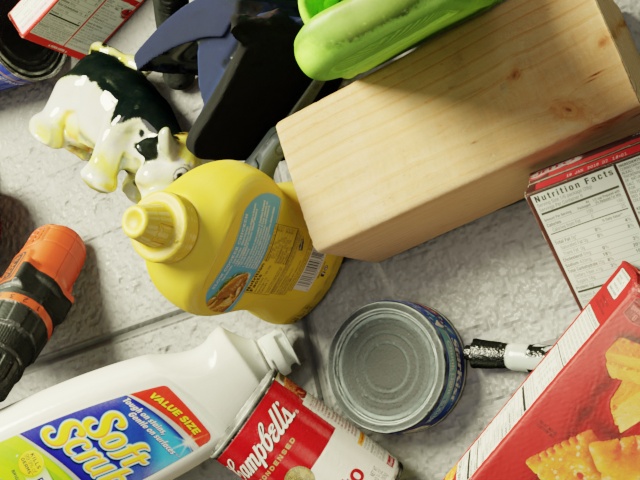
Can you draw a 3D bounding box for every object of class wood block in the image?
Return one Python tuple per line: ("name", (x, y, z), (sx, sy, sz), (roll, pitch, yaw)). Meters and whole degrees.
("wood block", (0.089, -0.068, 0.645), (0.206, 0.090, 0.090), (-25, 72, 25))

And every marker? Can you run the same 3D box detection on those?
("marker", (0.143, 0.072, 0.639), (0.121, 0.020, 0.020), (2, 85, 29))

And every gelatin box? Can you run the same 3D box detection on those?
("gelatin box", (-0.183, -0.185, 0.821), (0.089, 0.073, 0.030), (-42, 67, 19))

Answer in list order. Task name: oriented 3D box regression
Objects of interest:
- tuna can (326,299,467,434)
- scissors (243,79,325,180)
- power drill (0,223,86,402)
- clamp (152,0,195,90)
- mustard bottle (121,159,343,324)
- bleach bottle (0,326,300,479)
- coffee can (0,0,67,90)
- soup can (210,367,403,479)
("tuna can", (0.048, 0.081, 0.683), (0.086, 0.033, 0.086), (-4, 82, 29))
("scissors", (-0.027, -0.053, 0.724), (0.202, 0.096, 0.016), (-47, 62, -1))
("power drill", (-0.266, 0.083, 0.796), (0.188, 0.184, 0.057), (-29, 114, 26))
("clamp", (-0.106, -0.178, 0.745), (0.039, 0.171, 0.120), (-16, 86, -8))
("mustard bottle", (-0.055, 0.001, 0.659), (0.058, 0.191, 0.096), (31, 99, 28))
("bleach bottle", (-0.134, 0.122, 0.718), (0.250, 0.068, 0.102), (-28, 97, -3))
("coffee can", (-0.290, -0.166, 0.862), (0.140, 0.102, 0.103), (-8, 80, 28))
("soup can", (-0.008, 0.137, 0.667), (0.102, 0.068, 0.068), (36, 103, -1))
